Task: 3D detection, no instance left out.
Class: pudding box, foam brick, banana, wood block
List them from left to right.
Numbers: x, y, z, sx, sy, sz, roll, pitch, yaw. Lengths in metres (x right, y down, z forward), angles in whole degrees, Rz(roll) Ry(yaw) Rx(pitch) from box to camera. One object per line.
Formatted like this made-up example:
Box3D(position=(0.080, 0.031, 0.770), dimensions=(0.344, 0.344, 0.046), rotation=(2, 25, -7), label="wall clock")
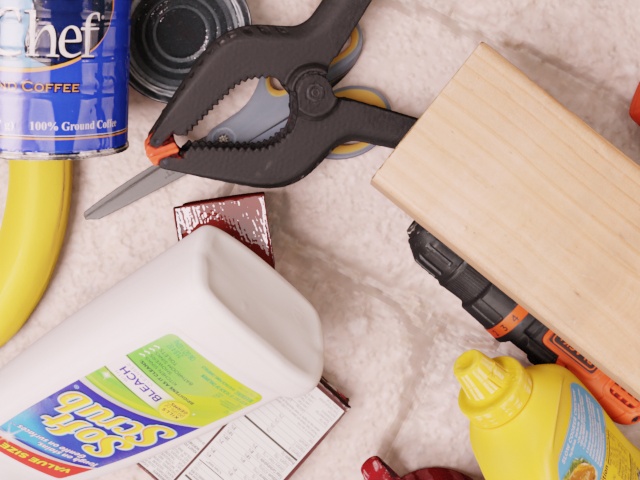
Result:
Box3D(position=(-0.182, -0.024, 0.639), dimensions=(0.070, 0.037, 0.198), rotation=(1, 91, 17), label="banana")
Box3D(position=(-0.054, 0.001, 0.622), dimensions=(0.051, 0.078, 0.053), rotation=(-9, 94, -3), label="foam brick")
Box3D(position=(-0.051, 0.111, 0.646), dimensions=(0.090, 0.039, 0.113), rotation=(42, 92, -3), label="pudding box")
Box3D(position=(0.133, -0.002, 0.568), dimensions=(0.206, 0.091, 0.090), rotation=(39, 91, 1), label="wood block")

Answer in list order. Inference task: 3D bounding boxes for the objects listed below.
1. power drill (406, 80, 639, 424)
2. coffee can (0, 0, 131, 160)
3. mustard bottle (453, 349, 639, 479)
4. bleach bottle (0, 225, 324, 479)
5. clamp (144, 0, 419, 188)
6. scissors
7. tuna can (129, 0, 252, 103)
Box3D(position=(0.170, -0.009, 0.642), dimensions=(0.184, 0.057, 0.187), rotation=(38, 93, -6), label="power drill")
Box3D(position=(-0.148, -0.119, 0.550), dimensions=(0.103, 0.103, 0.140), rotation=(3, 104, -3), label="coffee can")
Box3D(position=(0.137, 0.126, 0.600), dimensions=(0.058, 0.096, 0.191), rotation=(-22, 122, 39), label="mustard bottle")
Box3D(position=(-0.123, 0.092, 0.595), dimensions=(0.251, 0.068, 0.102), rotation=(-33, 121, 26), label="bleach bottle")
Box3D(position=(-0.005, -0.098, 0.615), dimensions=(0.210, 0.036, 0.164), rotation=(-16, 105, -7), label="clamp")
Box3D(position=(-0.040, -0.052, 0.652), dimensions=(0.202, 0.016, 0.096), rotation=(-45, 93, 0), label="scissors")
Box3D(position=(-0.083, -0.123, 0.621), dimensions=(0.086, 0.034, 0.086), rotation=(-8, 115, -16), label="tuna can")
